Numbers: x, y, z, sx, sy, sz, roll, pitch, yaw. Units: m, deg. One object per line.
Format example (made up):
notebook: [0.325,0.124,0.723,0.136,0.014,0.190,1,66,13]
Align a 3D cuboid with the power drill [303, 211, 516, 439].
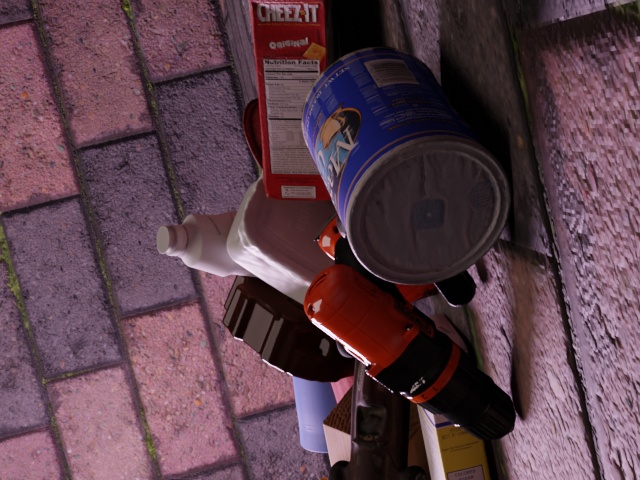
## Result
power drill: [0.064,0.054,0.808,0.184,0.057,0.187,39,-164,-18]

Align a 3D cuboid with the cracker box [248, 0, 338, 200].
cracker box: [-0.021,-0.168,0.983,0.164,0.072,0.214,-85,-7,-51]

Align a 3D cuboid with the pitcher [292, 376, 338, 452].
pitcher: [0.026,0.153,1.427,0.145,0.149,0.243,-56,-43,-77]

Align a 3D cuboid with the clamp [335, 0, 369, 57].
clamp: [0.036,-0.131,0.953,0.210,0.036,0.164,84,179,-64]

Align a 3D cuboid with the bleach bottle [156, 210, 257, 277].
bleach bottle: [-0.057,0.001,1.130,0.103,0.250,0.068,44,122,48]

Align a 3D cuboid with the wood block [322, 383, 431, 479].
wood block: [0.075,0.245,1.113,0.091,0.090,0.206,17,135,30]

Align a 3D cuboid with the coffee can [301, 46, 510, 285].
coffee can: [0.051,-0.052,0.695,0.140,0.102,0.103,-112,9,-55]

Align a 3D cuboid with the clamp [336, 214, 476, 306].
clamp: [0.052,-0.026,0.816,0.120,0.039,0.171,34,-160,-30]

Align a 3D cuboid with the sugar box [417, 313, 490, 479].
sugar box: [0.112,0.160,0.919,0.093,0.048,0.176,-115,16,-74]
